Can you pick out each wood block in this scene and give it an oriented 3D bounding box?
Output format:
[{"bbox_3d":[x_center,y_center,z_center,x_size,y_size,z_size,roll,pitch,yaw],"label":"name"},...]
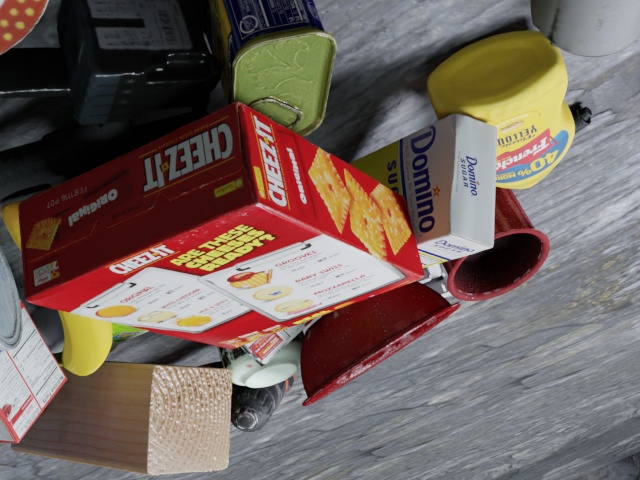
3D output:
[{"bbox_3d":[-0.183,0.154,0.961,0.207,0.090,0.090,-3,172,42],"label":"wood block"}]

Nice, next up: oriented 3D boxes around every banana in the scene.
[{"bbox_3d":[-0.196,0.048,0.817,0.069,0.037,0.198,7,136,5],"label":"banana"}]

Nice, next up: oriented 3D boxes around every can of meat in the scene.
[{"bbox_3d":[-0.033,-0.116,0.609,0.057,0.084,0.102,-13,155,-12],"label":"can of meat"}]

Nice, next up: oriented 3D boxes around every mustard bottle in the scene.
[{"bbox_3d":[0.147,-0.087,0.827,0.096,0.058,0.191,-21,156,9],"label":"mustard bottle"}]

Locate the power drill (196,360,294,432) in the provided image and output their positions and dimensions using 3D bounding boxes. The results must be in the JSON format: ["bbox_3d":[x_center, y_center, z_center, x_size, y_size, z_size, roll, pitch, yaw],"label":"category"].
[{"bbox_3d":[-0.116,0.157,1.063,0.188,0.057,0.184,-19,-167,14],"label":"power drill"}]

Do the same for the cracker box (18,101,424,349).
[{"bbox_3d":[-0.054,0.001,0.672,0.164,0.072,0.213,-22,157,24],"label":"cracker box"}]

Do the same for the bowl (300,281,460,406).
[{"bbox_3d":[0.039,0.077,0.920,0.162,0.055,0.162,-32,171,-6],"label":"bowl"}]

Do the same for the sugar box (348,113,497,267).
[{"bbox_3d":[0.056,-0.023,0.793,0.048,0.093,0.177,16,158,-28],"label":"sugar box"}]

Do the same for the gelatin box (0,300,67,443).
[{"bbox_3d":[-0.243,0.101,0.827,0.030,0.073,0.089,-1,127,26],"label":"gelatin box"}]

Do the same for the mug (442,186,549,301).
[{"bbox_3d":[0.131,-0.013,0.901,0.093,0.081,0.117,-29,144,9],"label":"mug"}]

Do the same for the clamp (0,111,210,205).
[{"bbox_3d":[-0.160,-0.053,0.673,0.171,0.039,0.120,-18,171,13],"label":"clamp"}]
